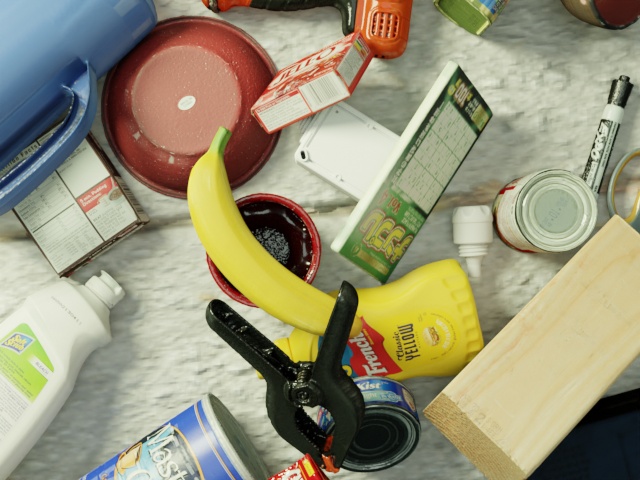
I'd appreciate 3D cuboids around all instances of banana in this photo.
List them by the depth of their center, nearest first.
[{"bbox_3d":[-0.047,0.008,0.834,0.069,0.037,0.198,-35,90,1],"label":"banana"}]

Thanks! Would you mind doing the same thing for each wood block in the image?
[{"bbox_3d":[0.189,0.090,0.848,0.206,0.091,0.090,-42,78,-17],"label":"wood block"}]

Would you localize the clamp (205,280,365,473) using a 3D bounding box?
[{"bbox_3d":[-0.021,0.106,0.829,0.120,0.039,0.171,2,118,20],"label":"clamp"}]

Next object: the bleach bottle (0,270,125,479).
[{"bbox_3d":[-0.255,0.128,0.884,0.102,0.068,0.250,43,74,2],"label":"bleach bottle"}]

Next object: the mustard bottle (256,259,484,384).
[{"bbox_3d":[0.038,0.085,0.905,0.191,0.058,0.096,-15,111,0],"label":"mustard bottle"}]

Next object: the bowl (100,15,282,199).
[{"bbox_3d":[-0.111,-0.116,0.908,0.162,0.055,0.162,0,90,0],"label":"bowl"}]

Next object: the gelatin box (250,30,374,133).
[{"bbox_3d":[-0.007,-0.131,0.881,0.089,0.073,0.030,-21,115,33],"label":"gelatin box"}]

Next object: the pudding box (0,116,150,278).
[{"bbox_3d":[-0.216,-0.038,0.915,0.090,0.039,0.113,-34,88,2],"label":"pudding box"}]

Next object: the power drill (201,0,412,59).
[{"bbox_3d":[-0.005,-0.255,0.908,0.187,0.057,0.184,7,90,-1],"label":"power drill"}]

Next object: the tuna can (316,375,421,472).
[{"bbox_3d":[0.041,0.156,0.897,0.086,0.034,0.086,-4,128,-6],"label":"tuna can"}]

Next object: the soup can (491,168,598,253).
[{"bbox_3d":[0.185,-0.023,0.887,0.068,0.102,0.068,0,89,-1],"label":"soup can"}]

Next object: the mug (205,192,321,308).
[{"bbox_3d":[-0.056,0.001,0.895,0.117,0.081,0.093,37,89,-1],"label":"mug"}]

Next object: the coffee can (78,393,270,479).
[{"bbox_3d":[-0.123,0.207,0.883,0.140,0.103,0.103,-33,90,0],"label":"coffee can"}]

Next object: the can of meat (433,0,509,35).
[{"bbox_3d":[0.142,-0.223,0.889,0.057,0.102,0.084,38,91,-1],"label":"can of meat"}]

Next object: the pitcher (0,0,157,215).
[{"bbox_3d":[-0.247,-0.138,0.862,0.242,0.145,0.149,-42,112,-8],"label":"pitcher"}]
